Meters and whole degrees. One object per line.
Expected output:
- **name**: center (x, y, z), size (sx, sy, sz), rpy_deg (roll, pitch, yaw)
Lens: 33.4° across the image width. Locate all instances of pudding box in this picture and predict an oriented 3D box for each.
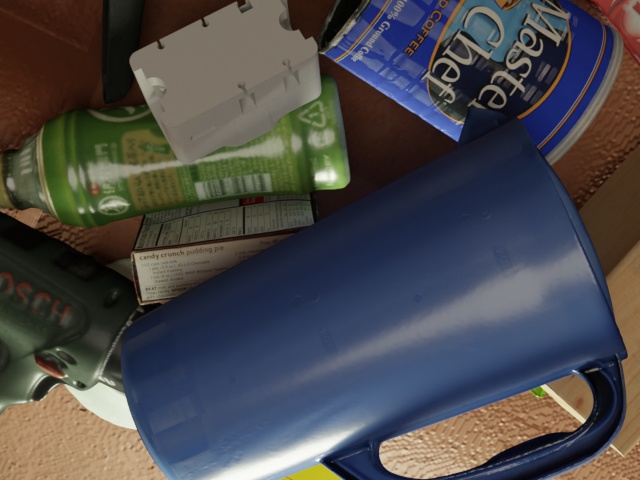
- **pudding box**: center (-0.054, 0.001, 0.648), size (0.113, 0.090, 0.039), rpy_deg (-9, 110, 0)

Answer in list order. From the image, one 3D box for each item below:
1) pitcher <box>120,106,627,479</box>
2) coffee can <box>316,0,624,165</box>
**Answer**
- **pitcher**: center (0.028, 0.053, 0.551), size (0.243, 0.149, 0.145), rpy_deg (-25, 118, 11)
- **coffee can**: center (0.083, -0.113, 0.604), size (0.140, 0.103, 0.103), rpy_deg (31, 106, -13)
